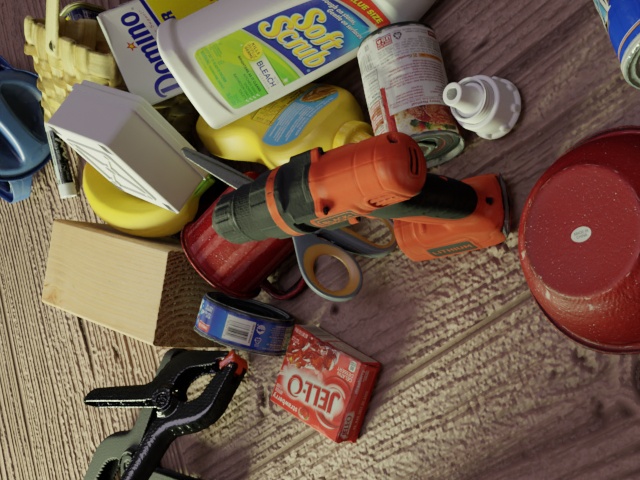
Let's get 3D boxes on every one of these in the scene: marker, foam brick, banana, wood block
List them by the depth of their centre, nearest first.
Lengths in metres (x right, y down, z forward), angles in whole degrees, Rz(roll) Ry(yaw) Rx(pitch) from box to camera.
[{"bbox_3d":[-0.179,-0.038,1.039,0.198,0.037,0.069,10,61,41],"label":"banana"},{"bbox_3d":[-0.127,-0.041,1.049,0.051,0.052,0.078,-57,49,22],"label":"foam brick"},{"bbox_3d":[-0.181,0.040,1.058,0.206,0.090,0.091,12,95,46],"label":"wood block"},{"bbox_3d":[-0.305,-0.109,1.236,0.020,0.020,0.121,-14,89,42],"label":"marker"}]

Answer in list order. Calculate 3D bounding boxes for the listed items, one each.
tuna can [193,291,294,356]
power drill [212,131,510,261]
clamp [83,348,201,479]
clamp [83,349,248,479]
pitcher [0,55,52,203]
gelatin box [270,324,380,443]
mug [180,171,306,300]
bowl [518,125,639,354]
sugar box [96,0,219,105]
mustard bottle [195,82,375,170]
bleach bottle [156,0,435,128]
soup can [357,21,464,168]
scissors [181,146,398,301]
[{"bbox_3d":[-0.067,0.073,0.949,0.086,0.085,0.034,21,96,44],"label":"tuna can"},{"bbox_3d":[0.038,-0.023,0.791,0.185,0.187,0.057,-14,75,41],"label":"power drill"},{"bbox_3d":[-0.173,0.229,1.061,0.210,0.036,0.165,-45,54,25],"label":"clamp"},{"bbox_3d":[-0.142,0.165,1.000,0.172,0.039,0.120,-27,64,16],"label":"clamp"},{"bbox_3d":[-0.427,-0.154,1.320,0.243,0.144,0.149,24,85,47],"label":"pitcher"},{"bbox_3d":[0.003,0.121,0.910,0.089,0.030,0.073,27,102,44],"label":"gelatin box"},{"bbox_3d":[-0.056,0.001,0.958,0.117,0.093,0.082,47,115,4],"label":"mug"},{"bbox_3d":[0.192,-0.004,0.729,0.162,0.055,0.162,-9,78,44],"label":"bowl"},{"bbox_3d":[-0.101,-0.192,0.959,0.048,0.176,0.093,-129,16,-74],"label":"sugar box"},{"bbox_3d":[-0.018,-0.098,0.934,0.192,0.058,0.096,22,59,43],"label":"mustard bottle"},{"bbox_3d":[-0.004,-0.191,0.887,0.251,0.102,0.068,-26,35,12],"label":"bleach bottle"},{"bbox_3d":[0.071,-0.115,0.857,0.069,0.068,0.102,-27,65,38],"label":"soup can"},{"bbox_3d":[-0.035,-0.011,0.894,0.202,0.016,0.096,15,76,8],"label":"scissors"}]
